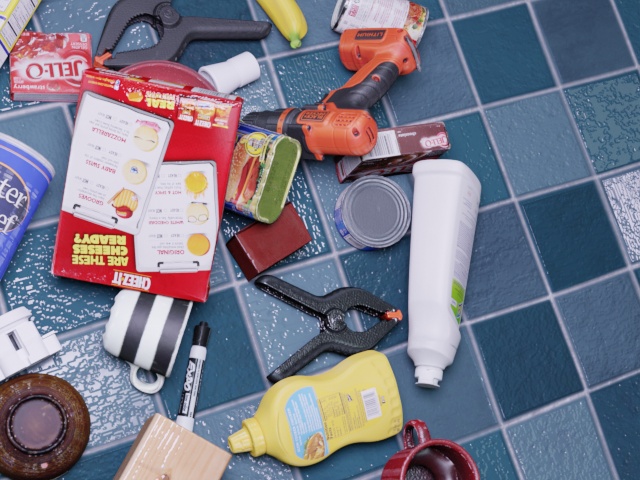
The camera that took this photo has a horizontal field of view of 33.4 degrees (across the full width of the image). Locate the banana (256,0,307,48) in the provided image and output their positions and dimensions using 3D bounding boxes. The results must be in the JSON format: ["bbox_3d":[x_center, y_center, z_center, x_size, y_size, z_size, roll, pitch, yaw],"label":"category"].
[{"bbox_3d":[-0.072,-0.307,1.264,0.037,0.069,0.198,-39,84,7],"label":"banana"}]

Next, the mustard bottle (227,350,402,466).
[{"bbox_3d":[-0.009,0.191,1.158,0.191,0.058,0.096,-16,100,-20],"label":"mustard bottle"}]

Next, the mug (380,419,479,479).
[{"bbox_3d":[0.113,0.255,1.169,0.093,0.082,0.117,-12,80,-20],"label":"mug"}]

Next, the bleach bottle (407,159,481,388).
[{"bbox_3d":[0.134,0.041,1.223,0.068,0.102,0.251,1,73,27],"label":"bleach bottle"}]

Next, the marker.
[{"bbox_3d":[-0.137,0.147,1.152,0.020,0.020,0.121,13,73,-14],"label":"marker"}]

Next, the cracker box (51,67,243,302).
[{"bbox_3d":[-0.178,-0.059,1.106,0.164,0.072,0.214,11,102,-3],"label":"cracker box"}]

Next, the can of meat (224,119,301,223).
[{"bbox_3d":[-0.077,-0.076,1.162,0.084,0.057,0.102,20,93,31],"label":"can of meat"}]

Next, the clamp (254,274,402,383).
[{"bbox_3d":[0.005,0.084,1.203,0.171,0.039,0.120,-12,86,-23],"label":"clamp"}]

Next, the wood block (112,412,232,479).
[{"bbox_3d":[-0.181,0.288,1.066,0.090,0.090,0.206,31,70,-7],"label":"wood block"}]

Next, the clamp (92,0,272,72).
[{"bbox_3d":[-0.181,-0.266,1.232,0.209,0.036,0.164,-32,88,-21],"label":"clamp"}]

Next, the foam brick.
[{"bbox_3d":[-0.058,0.001,1.196,0.078,0.053,0.051,-32,87,-21],"label":"foam brick"}]

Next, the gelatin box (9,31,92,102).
[{"bbox_3d":[-0.298,-0.192,1.181,0.089,0.030,0.073,-1,77,-17],"label":"gelatin box"}]

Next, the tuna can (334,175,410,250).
[{"bbox_3d":[0.060,-0.031,1.247,0.086,0.034,0.086,3,79,-17],"label":"tuna can"}]

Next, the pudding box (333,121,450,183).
[{"bbox_3d":[0.082,-0.102,1.245,0.113,0.090,0.039,-7,77,-18],"label":"pudding box"}]

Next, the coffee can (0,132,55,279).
[{"bbox_3d":[-0.347,-0.031,1.087,0.102,0.103,0.140,25,71,-10],"label":"coffee can"}]

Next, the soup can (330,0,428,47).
[{"bbox_3d":[0.071,-0.269,1.295,0.102,0.069,0.068,20,72,-11],"label":"soup can"}]

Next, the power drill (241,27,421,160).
[{"bbox_3d":[0.016,-0.167,1.220,0.187,0.185,0.057,-55,136,-30],"label":"power drill"}]
